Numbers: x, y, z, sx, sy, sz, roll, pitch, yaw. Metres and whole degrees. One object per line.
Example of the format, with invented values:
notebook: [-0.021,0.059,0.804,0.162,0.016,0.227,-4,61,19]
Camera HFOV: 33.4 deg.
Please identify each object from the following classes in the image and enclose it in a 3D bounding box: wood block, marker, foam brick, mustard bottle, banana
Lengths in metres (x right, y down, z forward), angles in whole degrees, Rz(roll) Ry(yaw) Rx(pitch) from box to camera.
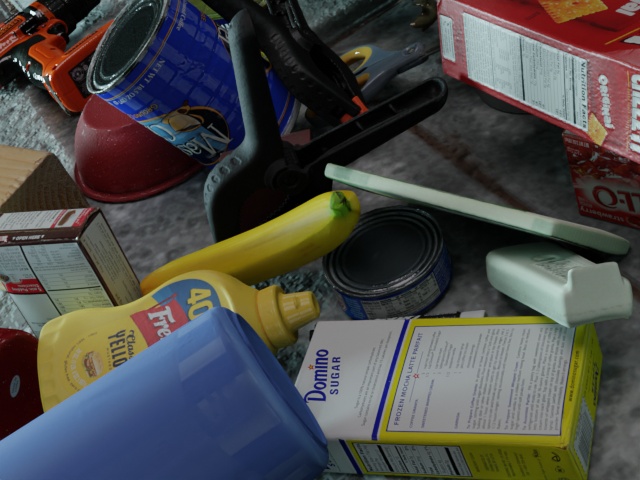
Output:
wood block: [-0.304,-0.027,0.917,0.206,0.090,0.090,11,52,35]
marker: [0.049,0.059,0.697,0.121,0.020,0.020,-6,43,21]
foam brick: [-0.036,-0.043,0.828,0.078,0.051,0.053,-14,40,12]
mustard bottle: [-0.091,0.072,0.708,0.192,0.058,0.096,-19,63,12]
banana: [-0.040,0.003,0.736,0.198,0.069,0.037,-26,64,36]

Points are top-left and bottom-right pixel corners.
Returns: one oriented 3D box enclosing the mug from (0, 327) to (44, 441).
mug: [-0.240,0.099,0.760,0.082,0.093,0.117,1,10,22]

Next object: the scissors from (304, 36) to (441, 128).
scissors: [0.070,-0.159,0.883,0.202,0.016,0.096,-30,33,22]

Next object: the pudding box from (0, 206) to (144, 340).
pudding box: [-0.180,0.031,0.773,0.090,0.113,0.039,-3,41,23]

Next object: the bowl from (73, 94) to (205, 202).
bowl: [-0.160,-0.108,0.960,0.162,0.055,0.162,-15,41,13]

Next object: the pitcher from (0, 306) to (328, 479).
pitcher: [-0.114,0.154,0.577,0.243,0.149,0.145,-35,31,0]

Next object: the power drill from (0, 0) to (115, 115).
power drill: [-0.266,-0.209,1.125,0.184,0.057,0.188,-47,41,-19]

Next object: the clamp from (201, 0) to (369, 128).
clamp: [-0.019,-0.159,0.864,0.039,0.171,0.120,-44,-5,36]

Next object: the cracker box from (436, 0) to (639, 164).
cracker box: [0.204,-0.138,0.694,0.164,0.072,0.214,-27,36,-20]

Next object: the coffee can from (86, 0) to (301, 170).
coffee can: [-0.100,-0.124,0.856,0.103,0.140,0.103,-34,38,32]

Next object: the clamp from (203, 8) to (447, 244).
clamp: [-0.014,-0.055,0.759,0.164,0.210,0.036,9,37,-21]

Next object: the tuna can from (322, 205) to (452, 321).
tuna can: [0.047,0.017,0.733,0.086,0.033,0.086,-14,41,13]

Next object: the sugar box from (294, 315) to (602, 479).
sugar box: [0.071,0.092,0.631,0.176,0.048,0.093,-5,43,28]
